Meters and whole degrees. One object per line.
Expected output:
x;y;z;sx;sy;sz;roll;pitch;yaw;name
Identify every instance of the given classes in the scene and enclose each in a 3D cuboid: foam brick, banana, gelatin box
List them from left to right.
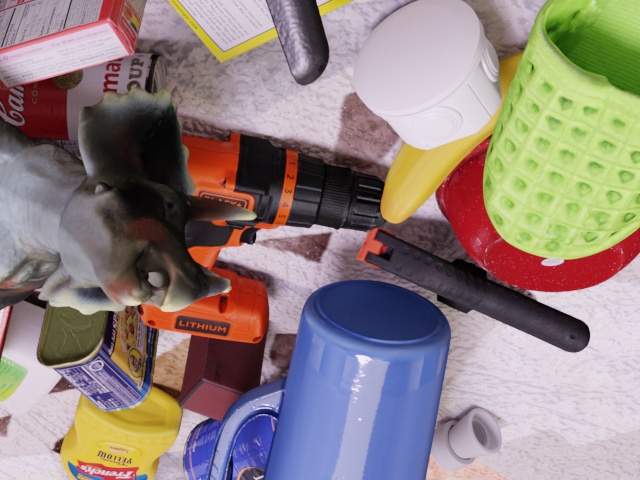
-0.143;-0.128;0.605;0.089;0.073;0.030;-12;139;20;gelatin box
-0.080;0.102;0.887;0.053;0.078;0.051;22;139;-18;foam brick
0.108;-0.073;0.660;0.198;0.069;0.037;-23;163;36;banana

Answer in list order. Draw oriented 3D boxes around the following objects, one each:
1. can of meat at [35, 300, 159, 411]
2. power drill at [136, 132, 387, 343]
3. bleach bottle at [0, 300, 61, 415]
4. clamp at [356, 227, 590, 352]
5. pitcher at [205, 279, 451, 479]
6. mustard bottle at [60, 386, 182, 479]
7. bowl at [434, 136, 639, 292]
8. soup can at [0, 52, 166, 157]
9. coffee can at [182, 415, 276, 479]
-0.171;0.073;0.841;0.057;0.102;0.084;-12;141;18;can of meat
-0.055;0.001;0.776;0.184;0.057;0.188;12;139;-9;power drill
-0.332;0.058;0.868;0.250;0.068;0.103;28;134;-24;bleach bottle
0.112;0.037;0.778;0.171;0.039;0.120;21;177;-20;clamp
0.012;0.155;0.804;0.148;0.145;0.243;-12;122;-38;pitcher
-0.203;0.204;1.043;0.096;0.058;0.192;16;141;-13;mustard bottle
0.158;-0.010;0.724;0.162;0.055;0.162;5;150;3;bowl
-0.151;-0.085;0.663;0.102;0.068;0.068;4;142;0;soup can
-0.043;0.188;0.971;0.102;0.103;0.141;32;134;-31;coffee can
